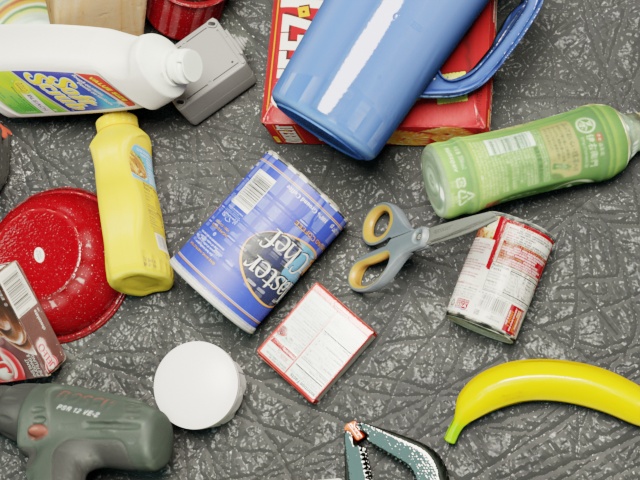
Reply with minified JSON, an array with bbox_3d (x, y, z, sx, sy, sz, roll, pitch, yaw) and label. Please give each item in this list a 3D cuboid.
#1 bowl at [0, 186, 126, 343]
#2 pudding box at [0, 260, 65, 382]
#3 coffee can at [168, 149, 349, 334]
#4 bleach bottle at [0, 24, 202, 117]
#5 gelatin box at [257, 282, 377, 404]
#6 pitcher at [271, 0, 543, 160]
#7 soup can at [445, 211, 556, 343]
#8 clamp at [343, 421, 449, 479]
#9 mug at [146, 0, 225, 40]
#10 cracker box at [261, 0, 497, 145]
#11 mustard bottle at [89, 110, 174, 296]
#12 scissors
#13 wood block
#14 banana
[{"bbox_3d":[-0.269,0.019,1.054,0.162,0.055,0.162,-2,78,10],"label":"bowl"},{"bbox_3d":[-0.306,0.080,1.016,0.090,0.039,0.113,-11,110,28],"label":"pudding box"},{"bbox_3d":[-0.056,0.001,0.991,0.103,0.102,0.140,41,87,16],"label":"coffee can"},{"bbox_3d":[-0.222,-0.163,1.000,0.251,0.102,0.068,3,59,33],"label":"bleach bottle"},{"bbox_3d":[-0.004,0.097,0.998,0.073,0.030,0.089,40,88,15],"label":"gelatin box"},{"bbox_3d":[0.073,-0.189,0.927,0.149,0.144,0.243,32,90,33],"label":"pitcher"},{"bbox_3d":[0.162,0.033,0.960,0.068,0.068,0.102,21,83,15],"label":"soup can"},{"bbox_3d":[0.081,0.254,0.942,0.164,0.036,0.210,-44,72,-1],"label":"clamp"},{"bbox_3d":[-0.125,-0.259,1.066,0.117,0.082,0.093,-41,85,-23],"label":"mug"},{"bbox_3d":[0.059,-0.177,1.024,0.214,0.072,0.164,3,78,12],"label":"cracker box"},{"bbox_3d":[-0.186,-0.048,1.030,0.058,0.096,0.191,-13,75,7],"label":"mustard bottle"},{"bbox_3d":[0.087,-0.015,0.949,0.016,0.202,0.096,20,54,-28],"label":"scissors"},{"bbox_3d":[-0.216,-0.258,1.016,0.090,0.206,0.091,-10,75,-15],"label":"wood block"},{"bbox_3d":[0.206,0.139,0.947,0.198,0.037,0.069,-5,94,11],"label":"banana"}]
